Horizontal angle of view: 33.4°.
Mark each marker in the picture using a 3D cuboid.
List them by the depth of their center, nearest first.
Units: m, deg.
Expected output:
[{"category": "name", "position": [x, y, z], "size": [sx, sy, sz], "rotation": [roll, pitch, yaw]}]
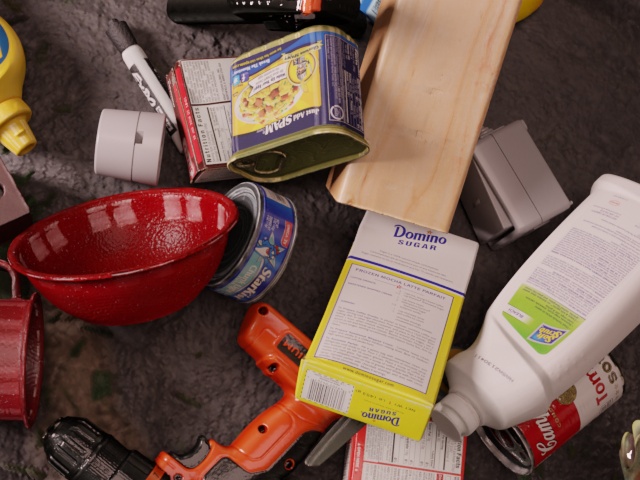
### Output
[{"category": "marker", "position": [-0.133, -0.123, 0.838], "size": [0.020, 0.020, 0.121], "rotation": [-30, 83, -18]}]

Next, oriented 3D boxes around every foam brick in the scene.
[{"category": "foam brick", "position": [-0.253, -0.020, 0.766], "size": [0.078, 0.051, 0.053], "rotation": [-28, 83, -18]}]

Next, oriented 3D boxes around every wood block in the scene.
[{"category": "wood block", "position": [0.078, -0.122, 0.804], "size": [0.090, 0.091, 0.206], "rotation": [16, 99, -8]}]

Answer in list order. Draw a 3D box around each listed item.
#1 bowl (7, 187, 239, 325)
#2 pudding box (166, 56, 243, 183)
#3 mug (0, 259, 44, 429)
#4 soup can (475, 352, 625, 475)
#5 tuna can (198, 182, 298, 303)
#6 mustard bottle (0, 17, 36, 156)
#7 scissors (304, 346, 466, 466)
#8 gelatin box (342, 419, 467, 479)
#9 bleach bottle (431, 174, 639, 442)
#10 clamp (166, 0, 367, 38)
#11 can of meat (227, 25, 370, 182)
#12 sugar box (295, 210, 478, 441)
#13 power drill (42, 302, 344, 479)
[{"category": "bowl", "position": [-0.133, 0.015, 0.751], "size": [0.162, 0.162, 0.055], "rotation": [-15, 113, -16]}, {"category": "pudding box", "position": [-0.055, -0.096, 0.828], "size": [0.113, 0.039, 0.090], "rotation": [-8, 78, -26]}, {"category": "mug", "position": [-0.235, 0.069, 0.727], "size": [0.081, 0.093, 0.117], "rotation": [2, 81, -7]}, {"category": "soup can", "position": [0.173, 0.122, 0.815], "size": [0.102, 0.069, 0.068], "rotation": [-33, 84, -19]}, {"category": "tuna can", "position": [-0.055, 0.001, 0.784], "size": [0.033, 0.086, 0.086], "rotation": [25, 69, -30]}, {"category": "mustard bottle", "position": [-0.277, -0.140, 0.790], "size": [0.096, 0.058, 0.191], "rotation": [-39, 86, -24]}, {"category": "scissors", "position": [0.063, 0.119, 0.778], "size": [0.096, 0.016, 0.201], "rotation": [45, 45, -11]}, {"category": "gelatin box", "position": [0.063, 0.169, 0.797], "size": [0.089, 0.030, 0.073], "rotation": [10, 72, -10]}, {"category": "bleach bottle", "position": [0.172, 0.054, 0.792], "size": [0.250, 0.068, 0.103], "rotation": [-38, 45, -22]}, {"category": "clamp", "position": [-0.035, -0.173, 0.788], "size": [0.164, 0.210, 0.036], "rotation": [2, 96, -5]}, {"category": "can of meat", "position": [-0.018, -0.097, 0.765], "size": [0.057, 0.102, 0.084], "rotation": [21, 61, -52]}, {"category": "sugar box", "position": [0.052, 0.055, 0.770], "size": [0.093, 0.048, 0.176], "rotation": [19, 39, 6]}, {"category": "power drill", "position": [-0.076, 0.137, 0.762], "size": [0.184, 0.057, 0.187], "rotation": [40, 73, -4]}]
